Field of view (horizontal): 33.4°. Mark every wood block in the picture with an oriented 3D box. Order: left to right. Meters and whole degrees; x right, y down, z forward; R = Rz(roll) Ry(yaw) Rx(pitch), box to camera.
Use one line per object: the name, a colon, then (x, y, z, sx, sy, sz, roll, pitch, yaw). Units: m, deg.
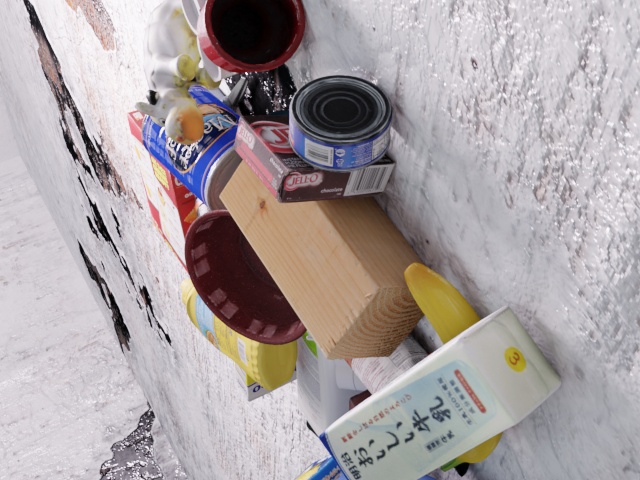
wood block: (0.006, 0.001, 0.973, 0.091, 0.090, 0.206, -54, 54, 27)

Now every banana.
banana: (0.118, 0.110, 0.894, 0.037, 0.070, 0.198, -58, -41, -68)

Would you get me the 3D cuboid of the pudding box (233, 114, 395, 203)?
pudding box: (-0.006, -0.074, 0.927, 0.090, 0.113, 0.039, 50, 133, 40)

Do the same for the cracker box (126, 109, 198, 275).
cracker box: (-0.201, -0.070, 1.540, 0.164, 0.072, 0.214, 49, 154, 43)

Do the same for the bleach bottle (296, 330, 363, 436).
bleach bottle: (0.010, 0.115, 1.198, 0.103, 0.068, 0.251, 49, 153, 41)

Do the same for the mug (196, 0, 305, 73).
mug: (-0.068, -0.212, 0.991, 0.082, 0.093, 0.117, -169, 84, -74)

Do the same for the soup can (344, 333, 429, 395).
soup can: (0.072, 0.122, 1.024, 0.102, 0.068, 0.068, 49, 155, 40)

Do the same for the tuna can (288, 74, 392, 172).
tuna can: (0.016, -0.098, 0.881, 0.086, 0.086, 0.034, 53, 156, 35)

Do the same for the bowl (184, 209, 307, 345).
bowl: (-0.062, 0.027, 1.108, 0.162, 0.055, 0.162, 20, 130, 25)

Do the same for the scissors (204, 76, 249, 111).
scissors: (-0.117, -0.175, 1.266, 0.096, 0.016, 0.202, 61, 161, 16)

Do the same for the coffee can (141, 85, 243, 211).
coffee can: (-0.122, -0.101, 1.204, 0.140, 0.102, 0.103, 41, 150, 36)

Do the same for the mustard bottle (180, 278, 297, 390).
mustard bottle: (-0.105, 0.092, 1.249, 0.192, 0.058, 0.096, 31, 138, 42)
